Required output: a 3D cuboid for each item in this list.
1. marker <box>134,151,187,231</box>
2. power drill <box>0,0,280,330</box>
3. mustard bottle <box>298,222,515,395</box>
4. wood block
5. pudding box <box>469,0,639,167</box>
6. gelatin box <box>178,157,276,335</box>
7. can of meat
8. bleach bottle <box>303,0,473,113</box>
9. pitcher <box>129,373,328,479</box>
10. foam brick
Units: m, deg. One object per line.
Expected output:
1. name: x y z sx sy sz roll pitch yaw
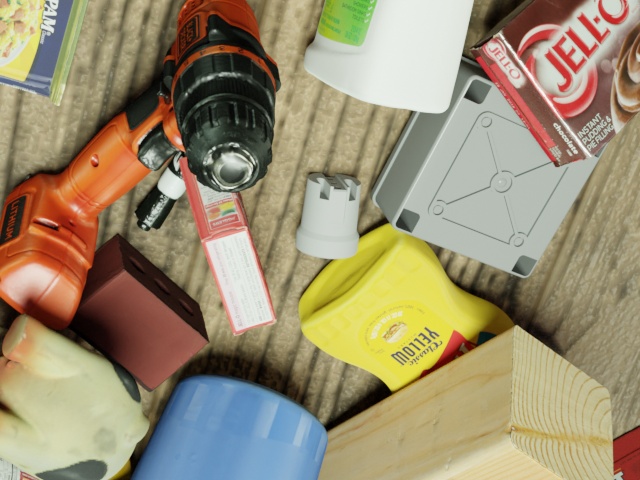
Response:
1. marker: -0.075 -0.055 0.648 0.020 0.020 0.121 31 105 -24
2. power drill: -0.097 -0.037 0.570 0.188 0.184 0.057 -40 118 18
3. mustard bottle: 0.082 0.075 0.726 0.096 0.058 0.191 -42 118 17
4. wood block: 0.079 0.152 0.695 0.090 0.090 0.206 35 132 -23
5. pudding box: 0.155 -0.111 0.626 0.113 0.039 0.090 -43 101 -24
6. gelatin box: -0.054 0.001 0.637 0.030 0.073 0.089 -18 136 -3
7. can of meat: -0.167 -0.133 0.568 0.083 0.057 0.102 14 111 -17
8. bleach bottle: 0.058 -0.202 0.574 0.068 0.103 0.251 5 108 -25
9. pitcher: -0.092 0.208 0.659 0.149 0.145 0.242 29 64 -18
10. foam brick: -0.117 0.045 0.668 0.051 0.053 0.078 -41 118 8
